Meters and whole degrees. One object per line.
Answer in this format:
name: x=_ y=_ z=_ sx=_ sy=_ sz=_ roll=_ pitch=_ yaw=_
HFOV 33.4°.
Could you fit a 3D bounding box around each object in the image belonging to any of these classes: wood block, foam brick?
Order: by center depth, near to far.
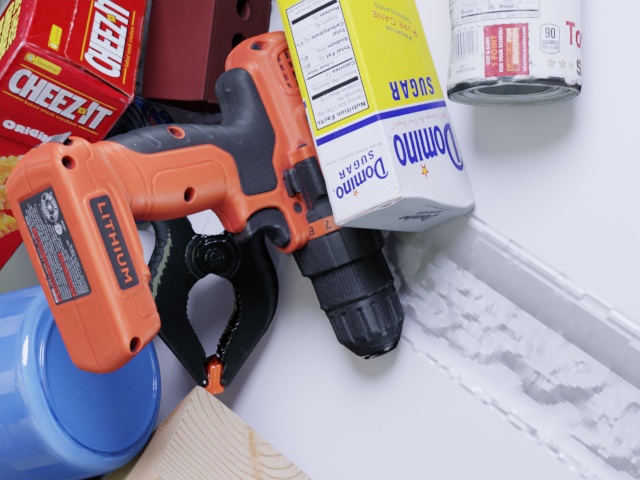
wood block: x=-0.109 y=0.195 z=0.613 sx=0.090 sy=0.090 sz=0.206 roll=41 pitch=112 yaw=-7
foam brick: x=-0.068 y=-0.117 z=0.636 sx=0.051 sy=0.052 sz=0.078 roll=8 pitch=93 yaw=32

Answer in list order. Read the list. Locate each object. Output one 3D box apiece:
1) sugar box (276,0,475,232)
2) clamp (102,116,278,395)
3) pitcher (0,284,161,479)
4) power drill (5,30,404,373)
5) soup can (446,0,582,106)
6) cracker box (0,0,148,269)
sugar box: x=0.024 y=-0.094 z=0.555 sx=0.048 sy=0.093 sz=0.176 roll=-24 pitch=77 yaw=29
clamp: x=-0.054 y=0.001 z=0.618 sx=0.120 sy=0.039 sz=0.171 roll=-9 pitch=101 yaw=-4
pitcher: x=-0.212 y=0.109 z=0.637 sx=0.243 sy=0.149 sz=0.145 roll=-16 pitch=61 yaw=30
power drill: x=-0.047 y=-0.003 z=0.532 sx=0.057 sy=0.187 sz=0.184 roll=-21 pitch=92 yaw=47
soup can: x=0.094 y=-0.121 z=0.526 sx=0.069 sy=0.068 sz=0.102 roll=-1 pitch=88 yaw=32
cracker box: x=-0.181 y=-0.083 z=0.637 sx=0.214 sy=0.072 sz=0.164 roll=-42 pitch=35 yaw=36
